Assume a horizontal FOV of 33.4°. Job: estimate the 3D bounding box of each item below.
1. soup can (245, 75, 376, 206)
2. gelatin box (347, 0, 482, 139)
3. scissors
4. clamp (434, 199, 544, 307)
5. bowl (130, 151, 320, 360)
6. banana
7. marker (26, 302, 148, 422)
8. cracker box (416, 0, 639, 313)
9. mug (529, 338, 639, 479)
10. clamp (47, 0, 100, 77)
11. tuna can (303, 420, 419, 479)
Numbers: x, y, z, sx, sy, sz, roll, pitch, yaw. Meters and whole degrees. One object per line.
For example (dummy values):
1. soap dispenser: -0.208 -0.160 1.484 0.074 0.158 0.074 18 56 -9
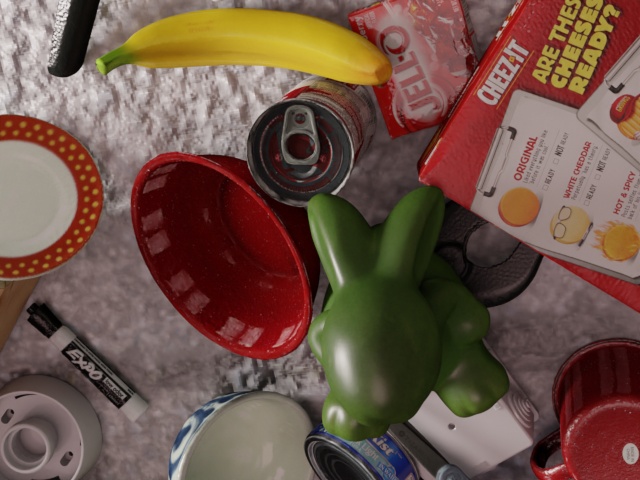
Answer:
1. soup can: -0.003 -0.069 0.695 0.068 0.102 0.068 4 109 11
2. gelatin box: 0.067 -0.119 0.702 0.073 0.030 0.089 -16 104 17
3. scissors: 0.110 0.162 0.736 0.096 0.016 0.202 -28 84 -7
4. clamp: 0.080 0.012 0.731 0.171 0.039 0.120 -38 85 6
5. bowl: -0.055 0.001 0.735 0.162 0.055 0.162 25 134 28
6. banana: -0.045 -0.125 0.704 0.198 0.069 0.037 2 139 15
7. marker: -0.184 0.094 0.834 0.121 0.020 0.020 45 111 -5
8. cracker box: 0.191 -0.056 0.655 0.213 0.072 0.164 31 101 -4
9. mug: 0.195 0.131 0.730 0.117 0.081 0.093 -30 100 20
10. clamp: -0.149 -0.200 0.689 0.210 0.036 0.164 -9 111 39
11. tuna can: 0.029 0.163 0.778 0.086 0.033 0.086 34 148 25
